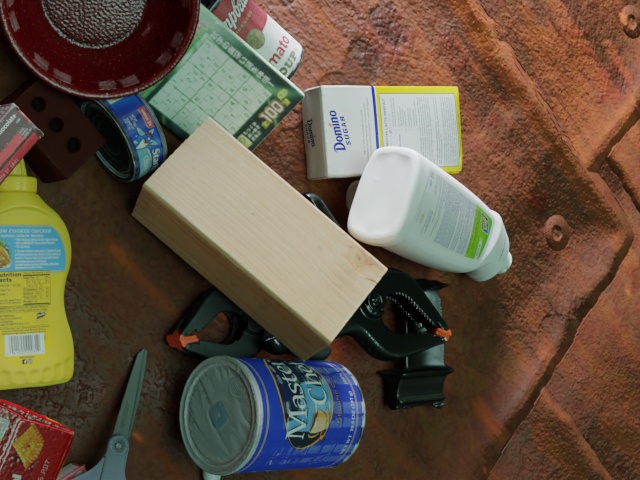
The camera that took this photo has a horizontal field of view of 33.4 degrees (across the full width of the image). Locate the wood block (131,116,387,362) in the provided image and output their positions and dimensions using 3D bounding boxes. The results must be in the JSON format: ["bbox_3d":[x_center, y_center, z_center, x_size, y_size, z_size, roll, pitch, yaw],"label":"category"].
[{"bbox_3d":[-0.056,0.001,0.947,0.206,0.090,0.090,40,66,-1],"label":"wood block"}]

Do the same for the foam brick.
[{"bbox_3d":[-0.231,-0.095,0.899,0.053,0.051,0.078,-49,114,-25],"label":"foam brick"}]

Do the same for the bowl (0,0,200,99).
[{"bbox_3d":[-0.183,-0.200,0.876,0.162,0.055,0.162,-5,108,-16],"label":"bowl"}]

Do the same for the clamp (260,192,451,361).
[{"bbox_3d":[0.042,0.051,1.052,0.209,0.036,0.164,18,71,-30],"label":"clamp"}]

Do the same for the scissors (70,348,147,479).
[{"bbox_3d":[-0.192,0.182,0.907,0.096,0.016,0.202,7,60,-24],"label":"scissors"}]

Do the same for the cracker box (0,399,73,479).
[{"bbox_3d":[-0.271,0.190,0.765,0.072,0.214,0.164,29,73,-30],"label":"cracker box"}]

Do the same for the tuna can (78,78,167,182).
[{"bbox_3d":[-0.171,-0.094,0.919,0.033,0.086,0.086,-34,107,-28],"label":"tuna can"}]

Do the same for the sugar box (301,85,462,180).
[{"bbox_3d":[0.066,-0.112,1.105,0.175,0.048,0.093,-4,91,-30],"label":"sugar box"}]

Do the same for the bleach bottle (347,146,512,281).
[{"bbox_3d":[0.130,-0.007,1.107,0.250,0.068,0.102,29,76,-49],"label":"bleach bottle"}]

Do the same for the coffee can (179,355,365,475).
[{"bbox_3d":[-0.042,0.158,0.971,0.140,0.103,0.103,9,83,-46],"label":"coffee can"}]

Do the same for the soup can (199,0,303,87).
[{"bbox_3d":[-0.073,-0.189,0.999,0.102,0.069,0.068,40,68,-27],"label":"soup can"}]

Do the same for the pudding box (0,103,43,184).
[{"bbox_3d":[-0.275,-0.060,0.831,0.039,0.114,0.090,47,64,-27],"label":"pudding box"}]

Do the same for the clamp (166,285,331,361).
[{"bbox_3d":[-0.062,0.083,1.015,0.171,0.039,0.120,-25,92,-32],"label":"clamp"}]

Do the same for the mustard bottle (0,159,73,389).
[{"bbox_3d":[-0.253,0.024,0.876,0.096,0.058,0.191,0,89,-35],"label":"mustard bottle"}]
